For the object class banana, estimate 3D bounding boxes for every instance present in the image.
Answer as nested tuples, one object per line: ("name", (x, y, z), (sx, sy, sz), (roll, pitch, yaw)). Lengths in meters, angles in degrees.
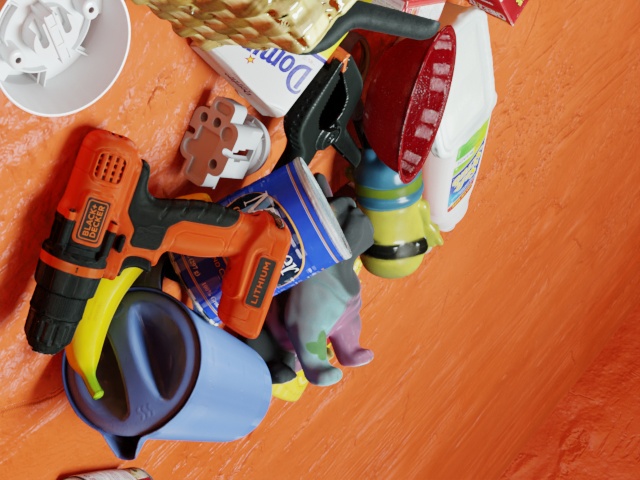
("banana", (-0.166, 0.035, 0.914), (0.198, 0.069, 0.037), (-61, 172, -9))

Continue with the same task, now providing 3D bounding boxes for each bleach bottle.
("bleach bottle", (0.172, -0.097, 1.385), (0.102, 0.068, 0.251), (-45, 155, -21))

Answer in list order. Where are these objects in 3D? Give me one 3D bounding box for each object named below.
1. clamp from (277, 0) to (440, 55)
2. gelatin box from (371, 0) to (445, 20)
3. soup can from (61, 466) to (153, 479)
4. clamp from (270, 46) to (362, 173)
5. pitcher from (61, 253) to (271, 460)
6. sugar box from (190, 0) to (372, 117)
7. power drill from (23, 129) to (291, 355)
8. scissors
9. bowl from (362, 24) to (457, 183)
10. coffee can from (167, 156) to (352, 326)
("clamp", (0.016, -0.190, 0.858), (0.171, 0.120, 0.039), (-32, -173, -12))
("gelatin box", (0.061, -0.230, 0.991), (0.073, 0.089, 0.030), (-23, 140, -50))
("soup can", (-0.221, 0.270, 1.089), (0.068, 0.069, 0.102), (-61, 155, 8))
("clamp", (-0.010, -0.098, 1.014), (0.164, 0.036, 0.210), (-41, 159, -27))
("pitcher", (-0.131, 0.121, 1.027), (0.149, 0.145, 0.242), (-43, 159, 2))
("sugar box", (-0.018, -0.198, 0.891), (0.093, 0.048, 0.176), (41, 78, -30))
("power drill", (-0.130, 0.021, 0.859), (0.187, 0.057, 0.184), (17, 100, -24))
("scissors", (0.024, -0.132, 1.128), (0.096, 0.016, 0.202), (-42, 151, -26))
("bowl", (0.084, -0.140, 1.062), (0.162, 0.055, 0.162), (18, 90, -75))
("coffee can", (-0.056, 0.001, 0.968), (0.140, 0.103, 0.102), (-28, 154, 5))
